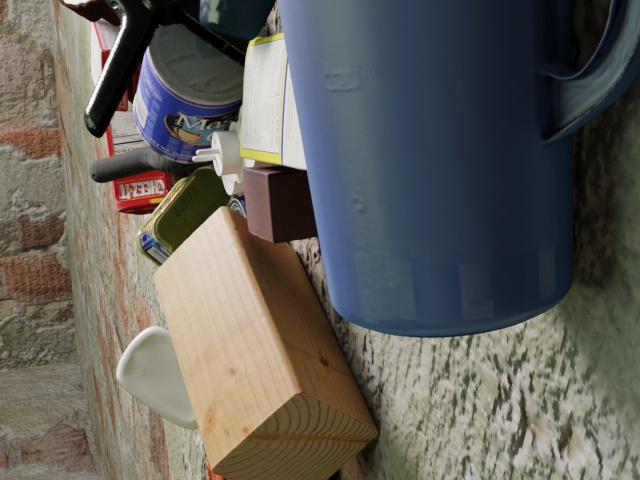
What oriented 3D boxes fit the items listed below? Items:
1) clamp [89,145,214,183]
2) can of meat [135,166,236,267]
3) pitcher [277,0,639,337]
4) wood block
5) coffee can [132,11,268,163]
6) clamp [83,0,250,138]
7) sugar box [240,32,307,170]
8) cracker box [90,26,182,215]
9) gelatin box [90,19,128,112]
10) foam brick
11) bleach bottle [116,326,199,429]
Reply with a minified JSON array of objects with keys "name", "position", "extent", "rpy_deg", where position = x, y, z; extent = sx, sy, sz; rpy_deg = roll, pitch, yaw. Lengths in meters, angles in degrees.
[{"name":"clamp","position":[-0.160,-0.089,1.097],"extent":[0.172,0.120,0.039],"rpy_deg":[5,127,55]},{"name":"can of meat","position":[-0.138,-0.023,1.099],"extent":[0.057,0.102,0.084],"rpy_deg":[40,162,-10]},{"name":"pitcher","position":[0.052,-0.087,0.437],"extent":[0.149,0.145,0.243],"rpy_deg":[-113,16,-75]},{"name":"wood block","position":[-0.047,0.081,0.810],"extent":[0.090,0.090,0.206],"rpy_deg":[-44,41,16]},{"name":"coffee can","position":[-0.108,-0.140,0.938],"extent":[0.140,0.102,0.103],"rpy_deg":[130,130,-67]},{"name":"clamp","position":[-0.114,-0.186,0.850],"extent":[0.036,0.164,0.210],"rpy_deg":[104,157,-69]},{"name":"sugar box","position":[-0.012,-0.096,0.735],"extent":[0.176,0.048,0.093],"rpy_deg":[-159,72,-68]},{"name":"cracker box","position":[-0.211,-0.141,1.268],"extent":[0.164,0.072,0.214],"rpy_deg":[-156,58,-90]},{"name":"gelatin box","position":[-0.222,-0.188,1.127],"extent":[0.089,0.030,0.073],"rpy_deg":[-117,27,-48]},{"name":"foam brick","position":[-0.023,-0.030,0.799],"extent":[0.078,0.053,0.051],"rpy_deg":[-158,62,-72]},{"name":"bleach bottle","position":[-0.127,0.140,1.077],"extent":[0.102,0.068,0.251],"rpy_deg":[35,176,6]}]
